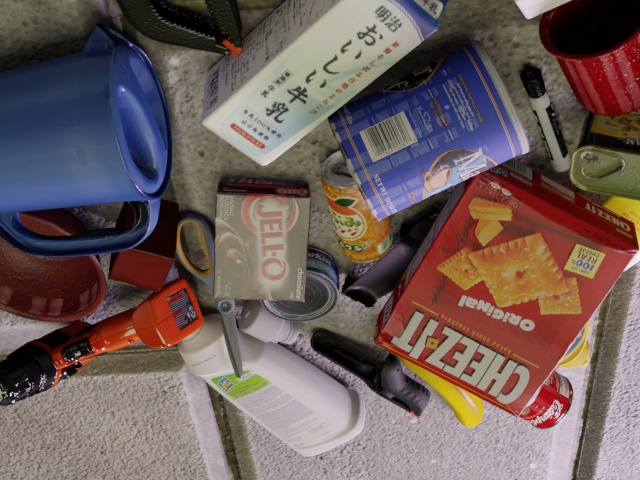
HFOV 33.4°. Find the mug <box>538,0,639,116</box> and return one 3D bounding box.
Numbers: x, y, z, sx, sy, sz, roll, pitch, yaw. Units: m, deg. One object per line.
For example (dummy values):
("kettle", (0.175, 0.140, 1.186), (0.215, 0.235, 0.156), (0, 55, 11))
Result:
("mug", (0.244, -0.162, 0.862), (0.117, 0.093, 0.081), (-37, 134, 4))

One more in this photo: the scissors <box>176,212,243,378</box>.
("scissors", (-0.083, 0.051, 1.089), (0.096, 0.016, 0.201), (-21, 119, 8))

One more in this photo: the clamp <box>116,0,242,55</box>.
("clamp", (-0.147, -0.211, 0.835), (0.165, 0.036, 0.209), (-27, 130, 24))

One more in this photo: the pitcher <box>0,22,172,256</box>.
("pitcher", (-0.254, -0.073, 0.907), (0.243, 0.149, 0.145), (-8, 150, 12))

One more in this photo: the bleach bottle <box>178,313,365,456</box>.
("bleach bottle", (-0.064, 0.150, 1.192), (0.103, 0.068, 0.250), (-30, 127, 26))

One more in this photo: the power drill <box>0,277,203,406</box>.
("power drill", (-0.225, 0.101, 1.068), (0.188, 0.184, 0.057), (-20, 97, 20))

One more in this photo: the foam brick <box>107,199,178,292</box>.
("foam brick", (-0.169, 0.001, 1.025), (0.053, 0.078, 0.051), (16, 132, -17))

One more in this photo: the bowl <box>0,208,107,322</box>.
("bowl", (-0.278, 0.008, 1.035), (0.162, 0.055, 0.162), (8, 138, 7))

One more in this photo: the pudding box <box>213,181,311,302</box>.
("pudding box", (-0.057, 0.001, 1.029), (0.090, 0.039, 0.113), (3, 114, -3))

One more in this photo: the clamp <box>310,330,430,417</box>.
("clamp", (0.064, 0.151, 1.197), (0.120, 0.039, 0.171), (24, 164, 37))

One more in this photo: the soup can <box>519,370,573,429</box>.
("soup can", (0.227, 0.163, 1.205), (0.102, 0.068, 0.069), (31, 127, -28))

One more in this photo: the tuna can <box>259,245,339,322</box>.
("tuna can", (-0.022, 0.046, 1.104), (0.086, 0.033, 0.086), (0, 136, -1))

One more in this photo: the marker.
("marker", (0.203, -0.109, 0.958), (0.020, 0.020, 0.121), (-17, 134, 16))

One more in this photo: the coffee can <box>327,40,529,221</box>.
("coffee can", (0.090, -0.091, 0.896), (0.140, 0.103, 0.102), (-25, 132, 7))

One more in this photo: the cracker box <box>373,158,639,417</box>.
("cracker box", (0.170, 0.041, 1.008), (0.164, 0.072, 0.214), (28, 116, -2))

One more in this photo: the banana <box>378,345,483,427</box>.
("banana", (0.146, 0.166, 1.225), (0.037, 0.070, 0.197), (-53, 126, -12))
